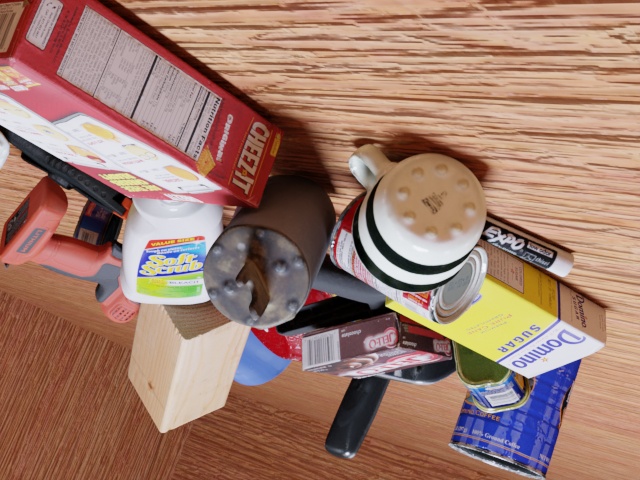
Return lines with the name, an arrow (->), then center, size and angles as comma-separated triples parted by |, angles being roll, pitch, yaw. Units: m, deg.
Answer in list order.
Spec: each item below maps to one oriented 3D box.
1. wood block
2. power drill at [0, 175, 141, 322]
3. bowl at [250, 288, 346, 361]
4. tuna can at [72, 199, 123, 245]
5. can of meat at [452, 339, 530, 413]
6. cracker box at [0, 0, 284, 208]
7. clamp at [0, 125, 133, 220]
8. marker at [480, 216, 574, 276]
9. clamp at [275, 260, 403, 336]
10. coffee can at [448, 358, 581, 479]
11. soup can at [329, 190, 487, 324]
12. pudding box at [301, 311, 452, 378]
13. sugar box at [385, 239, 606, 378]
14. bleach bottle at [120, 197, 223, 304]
wood block -> -0.147, 0.115, 1.181 | 0.091, 0.090, 0.206 | 55, 148, 24
power drill -> -0.228, 0.004, 1.135 | 0.187, 0.057, 0.185 | 28, 125, -31
bowl -> -0.043, 0.076, 1.153 | 0.162, 0.055, 0.162 | 41, 155, 24
tuna can -> -0.254, -0.012, 1.222 | 0.034, 0.086, 0.086 | 19, 167, 1
can of meat -> 0.160, 0.104, 1.018 | 0.057, 0.102, 0.084 | -13, 153, 15
cracker box -> -0.155, -0.099, 0.744 | 0.164, 0.072, 0.213 | 7, 162, 46
clamp -> -0.247, -0.070, 1.040 | 0.171, 0.039, 0.120 | 35, 176, 7
marker -> 0.134, -0.005, 0.797 | 0.121, 0.020, 0.020 | 24, 167, -12
clamp -> 0.051, 0.054, 0.980 | 0.210, 0.036, 0.165 | 3, 156, -5
coffee can -> 0.201, 0.160, 1.091 | 0.103, 0.140, 0.103 | 20, 167, 5
soup can -> 0.066, 0.012, 0.808 | 0.102, 0.068, 0.068 | 30, 174, 33
pudding box -> 0.052, 0.100, 0.994 | 0.114, 0.039, 0.089 | -15, 159, 36
sugar box -> 0.150, 0.057, 0.902 | 0.176, 0.048, 0.094 | 29, 140, -27
bleach bottle -> -0.140, -0.008, 0.976 | 0.102, 0.068, 0.251 | 3, 160, -5
